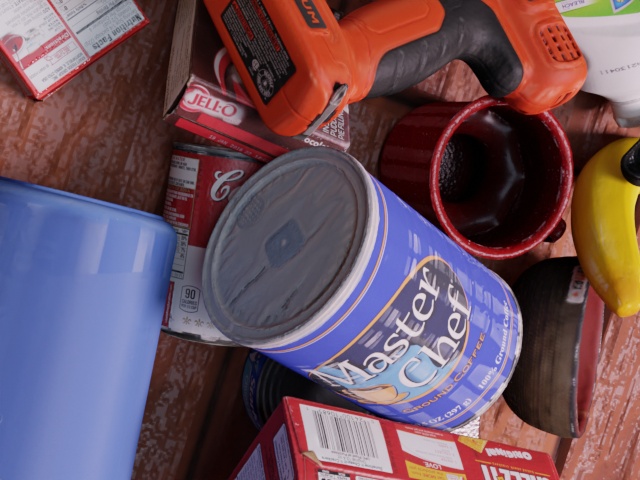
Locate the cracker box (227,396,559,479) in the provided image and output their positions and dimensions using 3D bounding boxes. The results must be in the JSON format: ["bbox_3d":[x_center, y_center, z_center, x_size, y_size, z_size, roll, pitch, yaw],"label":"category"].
[{"bbox_3d":[0.012,0.190,0.580,0.164,0.072,0.214,16,126,-23],"label":"cracker box"}]

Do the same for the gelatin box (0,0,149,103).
[{"bbox_3d":[-0.144,-0.127,0.549,0.073,0.030,0.089,-39,110,-14],"label":"gelatin box"}]

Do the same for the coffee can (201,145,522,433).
[{"bbox_3d":[0.024,0.030,0.543,0.140,0.103,0.103,35,84,-42],"label":"coffee can"}]

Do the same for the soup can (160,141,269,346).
[{"bbox_3d":[-0.054,0.001,0.584,0.068,0.069,0.102,6,96,-23],"label":"soup can"}]

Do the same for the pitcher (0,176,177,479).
[{"bbox_3d":[-0.161,0.093,0.530,0.149,0.145,0.243,15,88,-36],"label":"pitcher"}]

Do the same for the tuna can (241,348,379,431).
[{"bbox_3d":[-0.003,0.086,0.635,0.086,0.034,0.086,-3,99,-22],"label":"tuna can"}]

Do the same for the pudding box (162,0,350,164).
[{"bbox_3d":[-0.032,-0.093,0.561,0.090,0.113,0.039,22,132,-25],"label":"pudding box"}]

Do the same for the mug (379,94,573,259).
[{"bbox_3d":[0.096,-0.035,0.632,0.117,0.082,0.093,31,85,-23],"label":"mug"}]

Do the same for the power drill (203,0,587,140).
[{"bbox_3d":[0.033,-0.136,0.541,0.187,0.057,0.184,-19,76,-32],"label":"power drill"}]
